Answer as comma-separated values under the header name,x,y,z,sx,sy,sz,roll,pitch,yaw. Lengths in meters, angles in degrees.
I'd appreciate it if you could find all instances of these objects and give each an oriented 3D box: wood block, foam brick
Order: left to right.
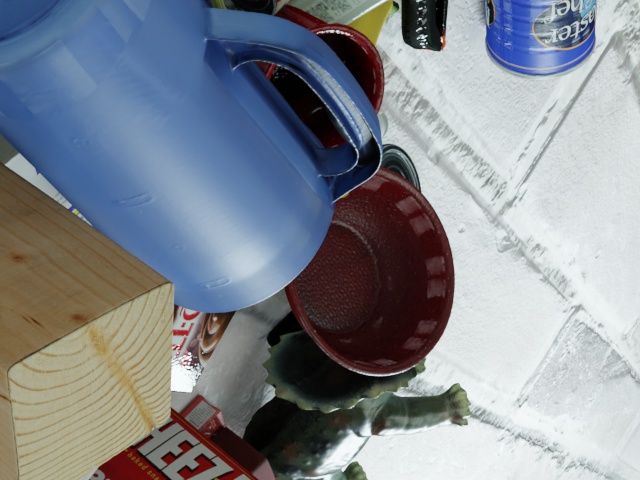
name,x,y,z,sx,sy,sz,roll,pitch,yaw
wood block,-0.174,0.022,0.522,0.090,0.206,0.091,-30,139,-40
foam brick,-0.085,0.213,0.926,0.078,0.053,0.051,-44,147,-19

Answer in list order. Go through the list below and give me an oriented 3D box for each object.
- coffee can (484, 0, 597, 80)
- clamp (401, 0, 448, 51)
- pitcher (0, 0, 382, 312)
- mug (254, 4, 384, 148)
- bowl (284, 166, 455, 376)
name,x,y,z,sx,sy,sz,roll,pitch,yaw
coffee can,0.197,-0.229,0.954,0.102,0.103,0.140,-45,148,-23
clamp,0.078,-0.204,0.839,0.171,0.039,0.120,78,34,-49
pitcher,-0.081,-0.070,0.541,0.149,0.145,0.242,-51,148,-8
mug,-0.026,-0.103,0.711,0.117,0.082,0.093,-37,128,-9
bowl,0.027,0.025,0.823,0.161,0.055,0.162,8,77,-35
